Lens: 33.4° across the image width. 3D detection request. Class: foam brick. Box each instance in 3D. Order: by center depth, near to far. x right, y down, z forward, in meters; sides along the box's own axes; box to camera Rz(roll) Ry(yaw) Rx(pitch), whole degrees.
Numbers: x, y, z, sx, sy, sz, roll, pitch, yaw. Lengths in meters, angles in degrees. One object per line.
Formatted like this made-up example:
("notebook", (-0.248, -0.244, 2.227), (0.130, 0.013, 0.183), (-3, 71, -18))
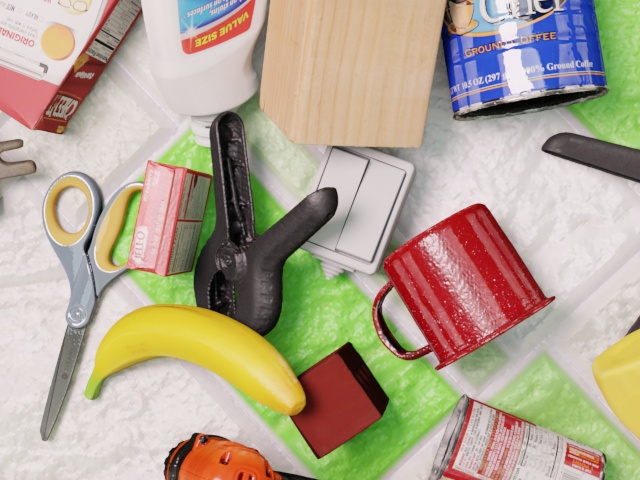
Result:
("foam brick", (0.010, 0.106, 0.725), (0.051, 0.078, 0.053), (-34, 87, 7))

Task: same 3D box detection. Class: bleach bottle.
("bleach bottle", (-0.070, -0.183, 0.700), (0.102, 0.068, 0.251), (-16, 124, -25))

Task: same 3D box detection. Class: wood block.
("wood block", (0.024, -0.170, 0.671), (0.090, 0.091, 0.206), (0, 113, -18))

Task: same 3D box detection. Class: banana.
("banana", (-0.089, 0.077, 0.725), (0.198, 0.037, 0.069), (-2, 97, 38))

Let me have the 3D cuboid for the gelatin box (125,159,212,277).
("gelatin box", (-0.103, -0.015, 0.730), (0.030, 0.089, 0.073), (12, 92, 6))

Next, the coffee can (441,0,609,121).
("coffee can", (0.126, -0.157, 0.698), (0.103, 0.102, 0.140), (-9, 90, 6))

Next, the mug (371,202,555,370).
("mug", (0.086, 0.035, 0.716), (0.117, 0.093, 0.081), (-34, 82, 23))

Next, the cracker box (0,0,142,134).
("cracker box", (-0.199, -0.207, 0.749), (0.164, 0.072, 0.214), (34, 95, 5))

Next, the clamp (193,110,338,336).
("clamp", (-0.055, 0.001, 0.726), (0.120, 0.039, 0.172), (52, 129, 35))

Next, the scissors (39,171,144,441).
("scissors", (-0.187, 0.037, 0.777), (0.096, 0.016, 0.202), (32, 94, 7))

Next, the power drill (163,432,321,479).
("power drill", (-0.009, 0.174, 0.702), (0.187, 0.185, 0.057), (18, 80, -13))

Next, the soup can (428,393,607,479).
("soup can", (0.132, 0.154, 0.717), (0.102, 0.068, 0.068), (22, 93, 5))
